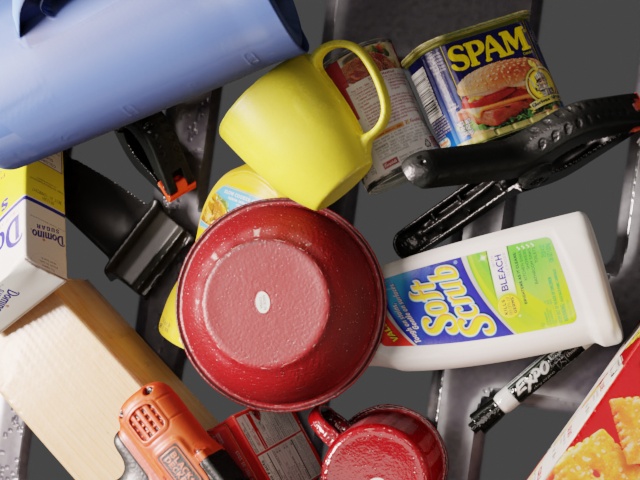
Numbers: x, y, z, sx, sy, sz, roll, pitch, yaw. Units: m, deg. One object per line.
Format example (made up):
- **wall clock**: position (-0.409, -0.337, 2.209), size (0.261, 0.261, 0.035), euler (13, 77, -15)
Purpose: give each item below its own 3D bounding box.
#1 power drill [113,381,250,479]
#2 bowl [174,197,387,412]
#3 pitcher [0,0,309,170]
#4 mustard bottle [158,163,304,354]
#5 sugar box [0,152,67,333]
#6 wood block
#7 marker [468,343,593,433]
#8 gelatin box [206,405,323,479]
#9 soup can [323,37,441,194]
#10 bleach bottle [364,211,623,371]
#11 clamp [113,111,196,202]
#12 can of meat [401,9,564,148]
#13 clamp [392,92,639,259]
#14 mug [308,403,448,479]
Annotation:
- **power drill**: position (-0.125, 0.223, 0.757), size (0.187, 0.057, 0.184), euler (-40, 77, 3)
- **bowl**: position (-0.034, 0.046, 0.773), size (0.162, 0.055, 0.162), euler (-1, 86, 9)
- **pitcher**: position (-0.142, -0.146, 0.727), size (0.243, 0.145, 0.149), euler (-24, 116, 11)
- **mustard bottle**: position (-0.055, 0.001, 0.840), size (0.096, 0.058, 0.191), euler (21, 91, 35)
- **sugar box**: position (-0.244, -0.022, 0.833), size (0.093, 0.048, 0.176), euler (-35, 44, 25)
- **wood block**: position (-0.162, 0.134, 0.843), size (0.206, 0.090, 0.091), euler (45, 96, 11)
- **marker**: position (0.161, 0.106, 0.813), size (0.121, 0.020, 0.020), euler (-42, 80, 7)
- **gelatin box**: position (-0.040, 0.162, 0.816), size (0.030, 0.089, 0.073), euler (-34, 81, 23)
- **soup can**: position (0.045, -0.095, 0.822), size (0.068, 0.068, 0.102), euler (-26, 83, 9)
- **bleach bottle**: position (0.089, 0.058, 0.803), size (0.251, 0.068, 0.102), euler (-17, 76, 17)
- **clamp**: position (-0.155, -0.112, 0.847), size (0.039, 0.120, 0.171), euler (-37, 84, -17)
- **can of meat**: position (0.124, -0.115, 0.799), size (0.102, 0.058, 0.084), euler (-20, 86, -20)
- **clamp**: position (0.143, -0.058, 0.767), size (0.210, 0.164, 0.036), euler (-26, 73, 0)
- **mug**: position (0.038, 0.166, 0.804), size (0.117, 0.081, 0.093), euler (42, 96, 10)
